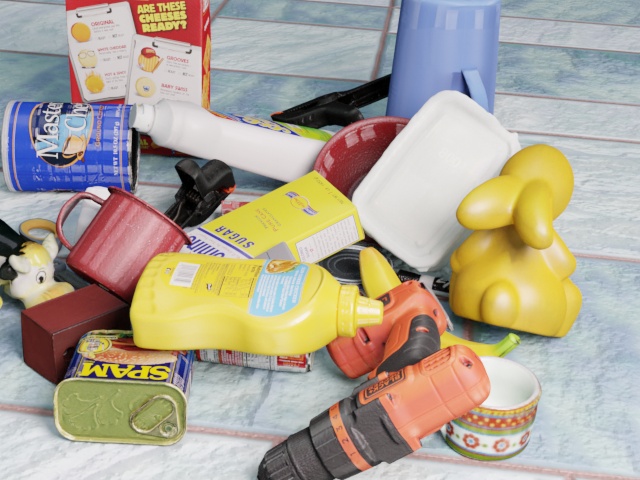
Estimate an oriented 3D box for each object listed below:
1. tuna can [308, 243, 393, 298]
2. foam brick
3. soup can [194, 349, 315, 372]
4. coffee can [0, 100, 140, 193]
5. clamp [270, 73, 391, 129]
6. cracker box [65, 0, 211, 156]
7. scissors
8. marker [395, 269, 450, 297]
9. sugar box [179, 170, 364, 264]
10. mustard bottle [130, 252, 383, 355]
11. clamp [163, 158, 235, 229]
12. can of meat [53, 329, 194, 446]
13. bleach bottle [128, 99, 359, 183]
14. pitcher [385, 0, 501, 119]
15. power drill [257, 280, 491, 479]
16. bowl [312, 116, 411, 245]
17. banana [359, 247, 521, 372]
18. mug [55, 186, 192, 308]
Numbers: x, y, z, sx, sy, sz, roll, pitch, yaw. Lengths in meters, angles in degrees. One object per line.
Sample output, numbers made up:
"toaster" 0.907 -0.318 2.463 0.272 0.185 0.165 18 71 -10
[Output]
"tuna can" 0.028 0.036 1.038 0.086 0.034 0.086 2 27 -1
"foam brick" -0.209 0.079 0.912 0.078 0.053 0.051 -23 37 -39
"soup can" -0.055 0.075 0.919 0.102 0.068 0.068 6 28 4
"coffee can" -0.279 -0.105 1.204 0.140 0.103 0.103 1 28 -4
"clamp" 0.015 -0.161 1.326 0.210 0.036 0.164 -11 20 35
"cracker box" -0.218 -0.214 1.299 0.164 0.214 0.072 4 28 2
"scissors" -0.256 0.019 1.064 0.202 0.016 0.096 21 29 23
"marker" 0.129 0.048 1.041 0.121 0.020 0.020 11 29 15
"sugar box" -0.057 0.001 1.033 0.176 0.048 0.093 -26 36 -16
"mustard bottle" -0.046 0.051 0.845 0.192 0.058 0.096 3 30 9
"clamp" -0.129 -0.051 1.113 0.039 0.120 0.171 38 31 2
"can of meat" -0.152 0.114 0.848 0.102 0.057 0.084 3 25 -1
"bleach bottle" -0.088 -0.110 1.192 0.250 0.068 0.103 11 16 -25
"pitcher" 0.141 -0.162 1.202 0.149 0.243 0.144 15 29 23
"power drill" 0.038 0.112 0.823 0.184 0.057 0.187 -29 17 11
"bowl" 0.072 -0.053 1.147 0.162 0.055 0.162 -1 61 2
"banana" 0.094 0.074 0.938 0.037 0.070 0.198 16 11 -46
"mug" -0.188 0.003 0.976 0.117 0.081 0.093 34 -13 -3
